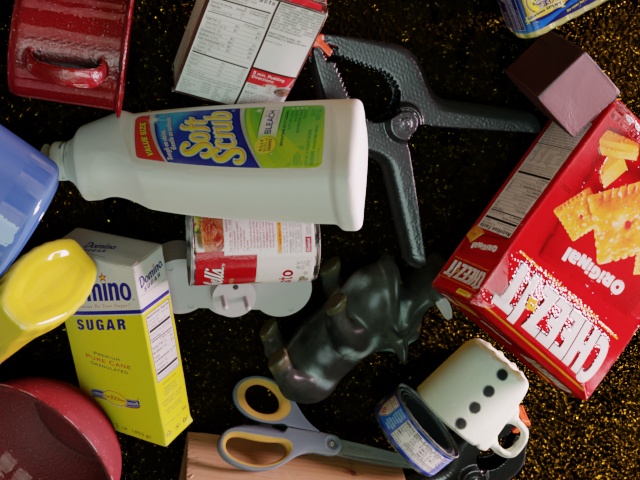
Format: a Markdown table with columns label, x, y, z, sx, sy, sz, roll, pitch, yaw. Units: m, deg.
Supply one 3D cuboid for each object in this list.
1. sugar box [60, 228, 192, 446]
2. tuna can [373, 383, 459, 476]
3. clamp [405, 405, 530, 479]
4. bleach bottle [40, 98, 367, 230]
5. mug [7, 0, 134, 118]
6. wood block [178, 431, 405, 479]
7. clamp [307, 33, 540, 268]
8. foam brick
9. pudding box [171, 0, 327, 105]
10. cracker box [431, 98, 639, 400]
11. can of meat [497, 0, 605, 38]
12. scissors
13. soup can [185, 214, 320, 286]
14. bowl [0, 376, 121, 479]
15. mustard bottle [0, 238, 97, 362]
| label | x | y | z | sx | sy | sz | roll | pitch | yaw |
| --- | --- | --- | --- | --- | --- | --- | --- | --- | --- |
| sugar box | -0.166 | 0.081 | 0.894 | 0.093 | 0.048 | 0.176 | 10 | 123 | 29 |
| tuna can | 0.089 | 0.178 | 0.998 | 0.034 | 0.086 | 0.086 | -41 | 117 | 11 |
| clamp | 0.138 | 0.228 | 1.061 | 0.120 | 0.039 | 0.172 | 20 | 110 | -23 |
| bleach bottle | -0.092 | -0.057 | 0.815 | 0.251 | 0.102 | 0.068 | -1 | 141 | 9 |
| mug | -0.181 | -0.135 | 0.771 | 0.081 | 0.117 | 0.093 | 7 | 118 | -10 |
| wood block | -0.029 | 0.249 | 0.991 | 0.206 | 0.091 | 0.090 | 9 | 112 | -9 |
| clamp | 0.075 | -0.102 | 0.878 | 0.164 | 0.036 | 0.210 | -43 | 109 | -4 |
| foam brick | 0.197 | -0.130 | 0.873 | 0.053 | 0.078 | 0.051 | -44 | 115 | 10 |
| pudding box | -0.056 | -0.152 | 0.810 | 0.090 | 0.039 | 0.114 | 14 | 133 | -17 |
| cracker box | 0.224 | 0.004 | 0.918 | 0.164 | 0.072 | 0.213 | 39 | 85 | -26 |
| can of meat | 0.181 | -0.219 | 0.838 | 0.102 | 0.057 | 0.084 | -27 | 121 | 3 |
| scissors | -0.001 | 0.171 | 0.990 | 0.201 | 0.096 | 0.016 | 1 | 157 | -24 |
| soup can | -0.056 | 0.001 | 0.855 | 0.102 | 0.068 | 0.068 | -2 | 116 | -10 |
| bowl | -0.228 | 0.172 | 0.920 | 0.162 | 0.055 | 0.162 | 16 | 128 | 21 |
| mustard bottle | -0.261 | 0.070 | 0.855 | 0.192 | 0.096 | 0.058 | -32 | 103 | 40 |
